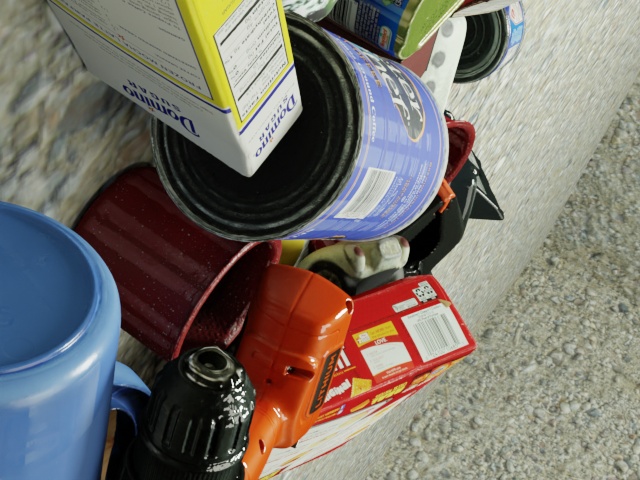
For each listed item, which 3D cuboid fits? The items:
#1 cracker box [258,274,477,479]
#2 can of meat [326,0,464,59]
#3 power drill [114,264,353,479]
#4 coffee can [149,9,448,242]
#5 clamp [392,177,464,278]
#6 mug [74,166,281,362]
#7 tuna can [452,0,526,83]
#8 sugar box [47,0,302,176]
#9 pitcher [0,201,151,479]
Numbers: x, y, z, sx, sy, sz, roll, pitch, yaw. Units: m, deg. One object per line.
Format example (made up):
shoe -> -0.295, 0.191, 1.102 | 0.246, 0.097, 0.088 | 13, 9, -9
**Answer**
cracker box -> -0.014, 0.115, 0.776 | 0.163, 0.072, 0.214 | -17, 161, -37
can of meat -> 0.038, -0.155, 0.577 | 0.102, 0.084, 0.057 | -49, 165, -26
power drill -> -0.043, 0.087, 0.498 | 0.187, 0.057, 0.185 | -52, 165, -56
coffee can -> -0.004, -0.050, 0.524 | 0.103, 0.103, 0.140 | -59, 162, 12
clamp -> 0.070, 0.020, 0.888 | 0.164, 0.036, 0.210 | -9, 146, -35
mug -> -0.081, 0.020, 0.574 | 0.093, 0.081, 0.117 | -49, 164, -29
tuna can -> 0.107, -0.161, 0.796 | 0.033, 0.086, 0.086 | -36, 155, -50
sugar box -> -0.059, -0.092, 0.373 | 0.048, 0.093, 0.176 | -54, 167, -10
pitcher -> -0.145, 0.101, 0.451 | 0.149, 0.145, 0.243 | -82, -171, -52
